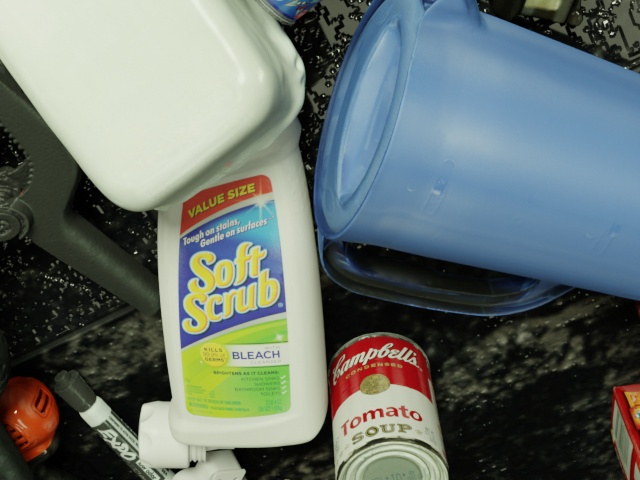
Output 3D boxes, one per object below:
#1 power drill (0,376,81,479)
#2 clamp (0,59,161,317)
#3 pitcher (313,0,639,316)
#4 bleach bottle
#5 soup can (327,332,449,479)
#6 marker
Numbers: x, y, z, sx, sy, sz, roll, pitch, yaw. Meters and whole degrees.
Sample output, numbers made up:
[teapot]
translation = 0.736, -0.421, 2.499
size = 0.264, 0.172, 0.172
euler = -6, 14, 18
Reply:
[power drill]
translation = -0.209, 0.192, 0.724
size = 0.185, 0.057, 0.187
euler = -31, 119, 19
[clamp]
translation = -0.181, -0.013, 0.573
size = 0.164, 0.036, 0.210
euler = -14, 137, -7
[pitcher]
translation = 0.121, -0.030, 0.564
size = 0.242, 0.149, 0.145
euler = 15, 79, -15
[bleach bottle]
translation = -0.054, 0.001, 0.610
size = 0.102, 0.068, 0.251
euler = -1, 118, 10
[soup can]
translation = 0.040, 0.114, 0.659
size = 0.068, 0.102, 0.068
euler = -1, 122, -2
[marker]
translation = -0.135, 0.129, 0.710
size = 0.020, 0.020, 0.121
euler = -29, 119, 14
